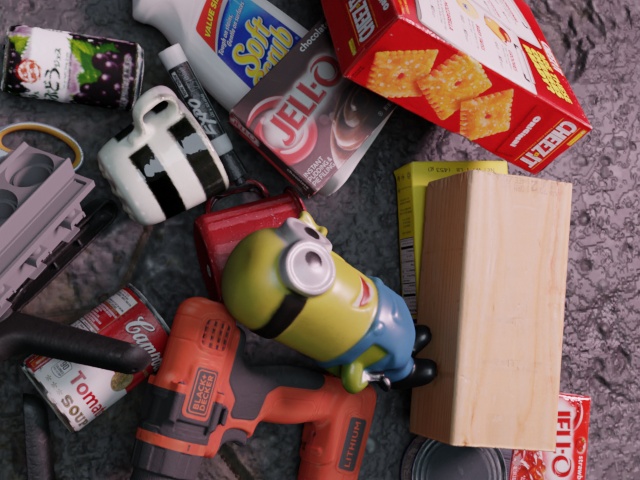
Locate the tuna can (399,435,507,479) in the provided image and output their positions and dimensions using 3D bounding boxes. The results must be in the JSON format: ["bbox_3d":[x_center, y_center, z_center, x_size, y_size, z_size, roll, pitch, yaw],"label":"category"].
[{"bbox_3d":[0.111,0.198,0.899,0.086,0.034,0.086,2,83,-16],"label":"tuna can"}]

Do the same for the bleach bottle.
[{"bbox_3d":[-0.065,-0.149,0.871,0.250,0.068,0.102,36,75,-8],"label":"bleach bottle"}]

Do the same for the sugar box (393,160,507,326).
[{"bbox_3d":[0.117,0.022,0.914,0.093,0.048,0.176,-2,84,-17],"label":"sugar box"}]

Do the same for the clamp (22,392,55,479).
[{"bbox_3d":[-0.212,0.201,0.797,0.120,0.039,0.171,-43,102,1],"label":"clamp"}]

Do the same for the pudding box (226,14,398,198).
[{"bbox_3d":[-0.003,-0.103,0.825,0.090,0.039,0.113,43,74,-3],"label":"pudding box"}]

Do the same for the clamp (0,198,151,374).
[{"bbox_3d":[-0.227,0.061,0.778,0.210,0.036,0.165,-22,50,-10],"label":"clamp"}]

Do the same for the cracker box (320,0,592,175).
[{"bbox_3d":[0.098,-0.159,0.842,0.213,0.072,0.164,22,39,-35],"label":"cracker box"}]

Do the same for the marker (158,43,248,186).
[{"bbox_3d":[-0.091,-0.098,0.845,0.020,0.020,0.121,-31,99,-17],"label":"marker"}]

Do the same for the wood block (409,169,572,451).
[{"bbox_3d":[0.133,0.055,0.845,0.090,0.091,0.206,6,85,-16],"label":"wood block"}]

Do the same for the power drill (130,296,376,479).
[{"bbox_3d":[-0.052,0.151,0.812,0.187,0.057,0.184,21,82,-36],"label":"power drill"}]

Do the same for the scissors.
[{"bbox_3d":[-0.285,-0.061,0.819,0.201,0.016,0.096,6,82,-16],"label":"scissors"}]

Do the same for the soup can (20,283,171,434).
[{"bbox_3d":[-0.166,0.089,0.810,0.102,0.069,0.068,-37,95,-17],"label":"soup can"}]

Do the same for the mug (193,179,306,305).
[{"bbox_3d":[-0.056,0.001,0.849,0.081,0.093,0.117,-15,63,-13],"label":"mug"}]

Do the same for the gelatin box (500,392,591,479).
[{"bbox_3d":[0.194,0.175,0.928,0.073,0.030,0.089,10,82,-16],"label":"gelatin box"}]
